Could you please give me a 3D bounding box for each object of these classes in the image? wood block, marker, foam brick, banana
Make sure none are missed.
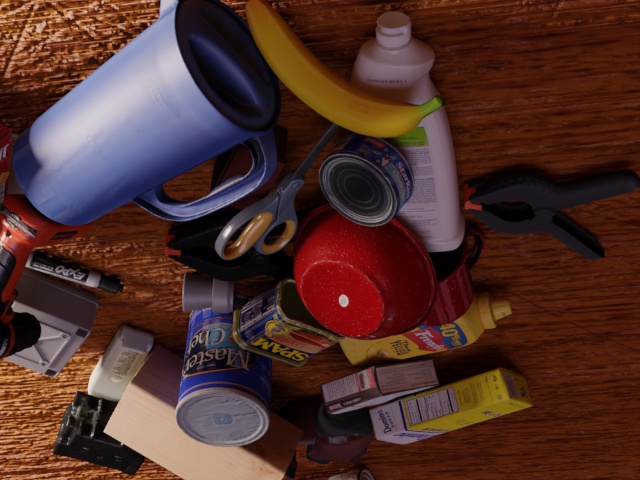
[{"bbox_3d":[-0.137,0.225,1.265,0.206,0.090,0.091,30,120,0],"label":"wood block"},{"bbox_3d":[-0.277,0.035,1.186,0.121,0.020,0.020,19,133,-16],"label":"marker"},{"bbox_3d":[-0.070,-0.075,1.043,0.051,0.053,0.078,18,134,-16],"label":"foam brick"},{"bbox_3d":[0.012,-0.141,0.936,0.198,0.037,0.070,29,114,9],"label":"banana"}]

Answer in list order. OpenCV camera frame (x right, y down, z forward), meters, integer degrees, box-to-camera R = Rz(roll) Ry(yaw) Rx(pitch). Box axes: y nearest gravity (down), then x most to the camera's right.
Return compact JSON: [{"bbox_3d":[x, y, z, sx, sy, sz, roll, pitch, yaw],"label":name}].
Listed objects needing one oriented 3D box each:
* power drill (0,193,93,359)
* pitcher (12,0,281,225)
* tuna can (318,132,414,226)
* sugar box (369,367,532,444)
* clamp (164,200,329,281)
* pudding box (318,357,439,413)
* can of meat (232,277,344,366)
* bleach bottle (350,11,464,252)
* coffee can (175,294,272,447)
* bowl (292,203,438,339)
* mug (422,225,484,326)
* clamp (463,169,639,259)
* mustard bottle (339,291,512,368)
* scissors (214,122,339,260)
[{"bbox_3d":[-0.305,0.044,1.070,0.057,0.184,0.188,35,101,13],"label":"power drill"},{"bbox_3d":[-0.159,-0.098,0.967,0.243,0.149,0.144,-27,142,31],"label":"pitcher"},{"bbox_3d":[0.042,-0.056,0.991,0.086,0.033,0.086,22,139,21],"label":"tuna can"},{"bbox_3d":[0.158,0.204,1.297,0.176,0.048,0.093,-24,156,22],"label":"sugar box"},{"bbox_3d":[-0.057,0.001,1.130,0.209,0.036,0.165,8,134,-10],"label":"clamp"},{"bbox_3d":[0.070,0.169,1.247,0.090,0.039,0.113,-27,165,39],"label":"pudding box"},{"bbox_3d":[-0.030,0.089,1.165,0.102,0.057,0.084,23,142,-30],"label":"can of meat"},{"bbox_3d":[0.084,-0.099,1.005,0.102,0.068,0.251,-1,133,8],"label":"bleach bottle"},{"bbox_3d":[-0.105,0.146,1.204,0.103,0.140,0.103,1,135,1],"label":"coffee can"},{"bbox_3d":[0.032,0.044,1.063,0.162,0.055,0.162,17,129,21],"label":"bowl"},{"bbox_3d":[0.125,0.030,1.125,0.117,0.093,0.081,-37,139,-12],"label":"mug"},{"bbox_3d":[0.230,-0.027,1.090,0.171,0.039,0.120,3,131,4],"label":"clamp"},{"bbox_3d":[0.120,0.093,1.199,0.192,0.058,0.096,-14,142,15],"label":"mustard bottle"},{"bbox_3d":[-0.021,-0.048,1.041,0.202,0.016,0.096,-43,150,16],"label":"scissors"}]
